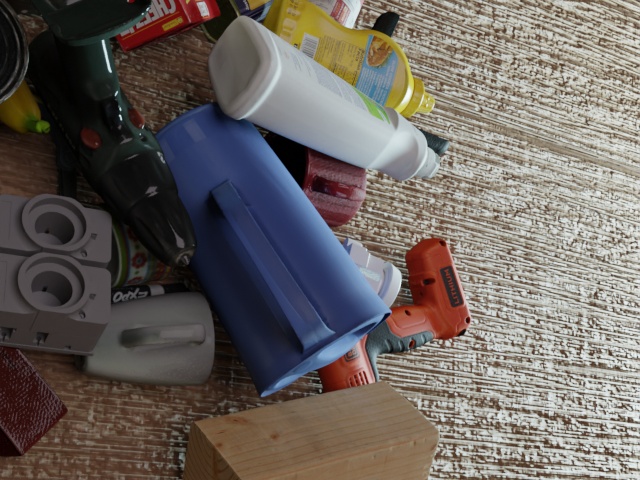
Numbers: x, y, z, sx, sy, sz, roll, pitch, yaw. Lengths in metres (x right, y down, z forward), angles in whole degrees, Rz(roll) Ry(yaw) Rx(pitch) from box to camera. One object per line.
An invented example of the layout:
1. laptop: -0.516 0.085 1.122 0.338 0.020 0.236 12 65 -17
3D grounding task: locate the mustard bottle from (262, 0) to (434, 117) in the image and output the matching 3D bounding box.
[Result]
1. mustard bottle: 0.030 -0.164 1.052 0.191 0.058 0.096 17 90 -24

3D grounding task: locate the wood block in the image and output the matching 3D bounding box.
1. wood block: -0.008 0.199 0.936 0.205 0.090 0.091 -7 120 -35

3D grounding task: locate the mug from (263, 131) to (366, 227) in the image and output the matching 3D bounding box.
1. mug: -0.003 -0.056 1.017 0.081 0.117 0.093 11 93 -39

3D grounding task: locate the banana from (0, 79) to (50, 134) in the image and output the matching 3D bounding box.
1. banana: -0.270 -0.164 0.879 0.037 0.070 0.198 -19 81 -46

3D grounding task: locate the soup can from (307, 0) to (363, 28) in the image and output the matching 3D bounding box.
1. soup can: 0.011 -0.252 1.102 0.068 0.069 0.102 35 61 -24

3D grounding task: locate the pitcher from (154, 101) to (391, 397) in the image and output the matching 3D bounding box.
1. pitcher: -0.056 0.001 0.917 0.144 0.149 0.243 -23 76 -45

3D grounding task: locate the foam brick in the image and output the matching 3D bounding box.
1. foam brick: -0.247 0.123 0.833 0.052 0.051 0.078 -43 105 -36

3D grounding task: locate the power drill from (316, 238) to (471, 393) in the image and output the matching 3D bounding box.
1. power drill: 0.054 0.057 1.064 0.187 0.057 0.184 -19 94 -35

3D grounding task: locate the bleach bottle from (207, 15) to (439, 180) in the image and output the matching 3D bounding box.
1. bleach bottle: 0.018 -0.110 0.971 0.250 0.068 0.102 24 28 -36

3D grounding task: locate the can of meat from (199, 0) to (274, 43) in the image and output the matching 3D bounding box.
1. can of meat: -0.087 -0.256 1.041 0.083 0.058 0.102 -37 101 -38

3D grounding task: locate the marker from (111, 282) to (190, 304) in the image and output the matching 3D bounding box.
1. marker: -0.168 0.047 0.928 0.120 0.020 0.020 -1 79 -36

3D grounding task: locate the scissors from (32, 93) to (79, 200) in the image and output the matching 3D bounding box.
1. scissors: -0.233 -0.083 0.916 0.096 0.016 0.201 23 65 -28
